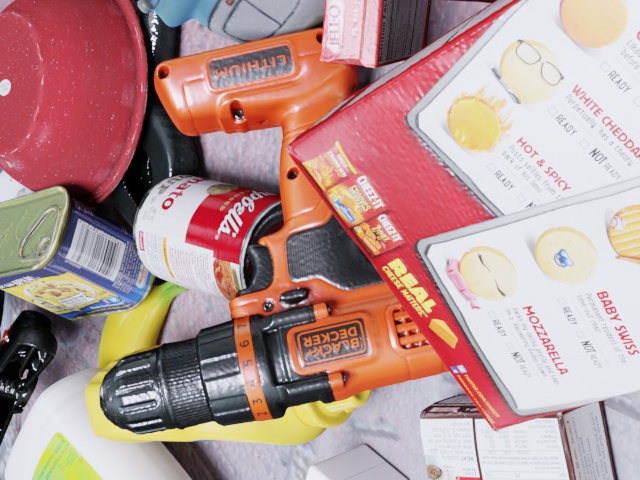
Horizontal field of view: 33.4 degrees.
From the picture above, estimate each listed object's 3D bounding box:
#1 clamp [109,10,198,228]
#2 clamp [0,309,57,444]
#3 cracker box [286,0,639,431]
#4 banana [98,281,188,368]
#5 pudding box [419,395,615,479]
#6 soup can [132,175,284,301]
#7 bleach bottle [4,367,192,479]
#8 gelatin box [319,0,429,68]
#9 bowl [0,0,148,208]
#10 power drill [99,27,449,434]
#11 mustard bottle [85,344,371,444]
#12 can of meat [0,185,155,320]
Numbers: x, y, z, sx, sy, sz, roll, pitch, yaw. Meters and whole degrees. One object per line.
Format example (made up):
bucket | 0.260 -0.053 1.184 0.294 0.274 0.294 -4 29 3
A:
clamp | -0.112 -0.082 0.693 0.120 0.039 0.171 -35 72 45
clamp | -0.218 0.097 0.755 0.165 0.036 0.210 -58 16 16
cracker box | 0.115 -0.027 0.422 0.214 0.072 0.164 -28 103 43
banana | -0.126 0.114 0.743 0.070 0.037 0.198 16 109 42
pudding box | 0.100 0.133 0.524 0.090 0.039 0.113 -10 93 44
soup can | -0.054 0.001 0.629 0.102 0.068 0.068 15 108 43
bleach bottle | -0.093 0.200 0.677 0.251 0.067 0.103 41 120 20
gelatin box | 0.029 -0.122 0.508 0.030 0.089 0.073 10 106 19
bowl | -0.182 -0.099 0.696 0.162 0.055 0.162 0 90 45
power drill | -0.032 -0.004 0.541 0.057 0.184 0.187 79 179 -77
mustard bottle | -0.046 0.087 0.617 0.192 0.096 0.058 -10 91 45
can of meat | -0.169 0.012 0.707 0.102 0.083 0.057 -11 59 41
